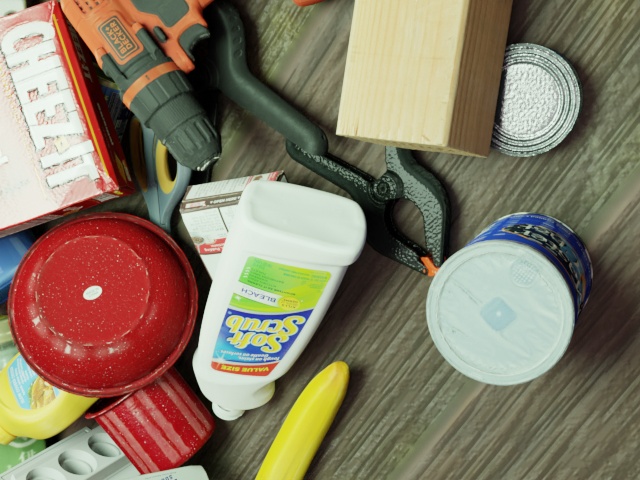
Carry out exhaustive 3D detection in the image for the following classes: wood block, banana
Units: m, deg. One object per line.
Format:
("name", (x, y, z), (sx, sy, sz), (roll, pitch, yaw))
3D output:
("wood block", (0.083, -0.171, 0.784), (0.091, 0.090, 0.206), (10, 94, 30))
("banana", (-0.024, 0.190, 0.927), (0.037, 0.070, 0.198), (25, 92, -12))

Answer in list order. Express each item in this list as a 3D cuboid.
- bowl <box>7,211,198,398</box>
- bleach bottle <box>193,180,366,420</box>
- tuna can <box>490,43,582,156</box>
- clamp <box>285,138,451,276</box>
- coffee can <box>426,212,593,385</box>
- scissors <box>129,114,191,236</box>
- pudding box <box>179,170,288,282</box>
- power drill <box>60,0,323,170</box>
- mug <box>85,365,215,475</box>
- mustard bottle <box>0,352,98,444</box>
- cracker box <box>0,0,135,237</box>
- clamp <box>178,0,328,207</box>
("bowl", (-0.184, 0.046, 0.883), (0.162, 0.055, 0.162), (0, 75, -1))
("bleach bottle", (-0.044, 0.066, 0.880), (0.102, 0.068, 0.251), (14, 133, -6))
("tuna can", (0.158, -0.109, 0.823), (0.086, 0.033, 0.086), (4, 101, 19))
("clamp", (0.045, -0.044, 0.875), (0.120, 0.039, 0.171), (-23, 85, 29))
("coffee can", (0.145, 0.039, 0.798), (0.103, 0.140, 0.103), (4, 101, 19))
("scissors", (-0.132, -0.013, 0.936), (0.096, 0.016, 0.202), (-3, 100, 54))
("pudding box", (-0.056, 0.001, 0.896), (0.090, 0.039, 0.113), (-8, 128, 20))
("power drill", (-0.084, -0.171, 0.835), (0.187, 0.057, 0.184), (-37, 84, -4))
("mug", (-0.154, 0.159, 0.961), (0.081, 0.093, 0.117), (54, 149, -11))
("mustard bottle", (-0.231, 0.120, 0.948), (0.191, 0.058, 0.096), (-37, 45, 0))
("cracker box", (-0.283, -0.083, 0.875), (0.213, 0.072, 0.164), (-19, 91, 2))
("clamp", (-0.097, -0.129, 0.906), (0.165, 0.036, 0.210), (-31, 83, 35))
